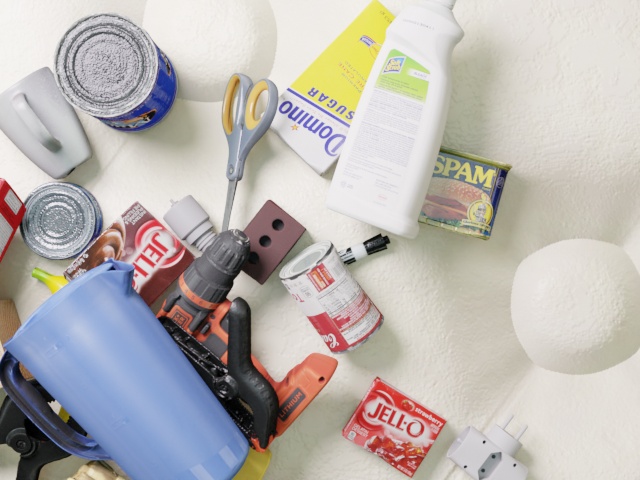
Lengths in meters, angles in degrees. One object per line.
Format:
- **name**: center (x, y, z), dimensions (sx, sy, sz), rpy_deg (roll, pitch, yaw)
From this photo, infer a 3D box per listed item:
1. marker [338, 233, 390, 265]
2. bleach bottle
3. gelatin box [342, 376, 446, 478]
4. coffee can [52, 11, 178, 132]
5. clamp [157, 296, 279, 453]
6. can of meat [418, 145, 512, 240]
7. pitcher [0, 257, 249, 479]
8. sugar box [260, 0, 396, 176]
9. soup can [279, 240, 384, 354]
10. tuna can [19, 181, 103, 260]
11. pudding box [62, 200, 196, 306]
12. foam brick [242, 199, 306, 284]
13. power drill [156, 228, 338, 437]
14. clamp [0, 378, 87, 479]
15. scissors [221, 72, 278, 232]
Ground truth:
- **marker**: center (0.018, 0.022, 1.154), dimensions (0.121, 0.020, 0.020), rpy_deg (-23, 90, 1)
- **bleach bottle**: center (0.091, -0.135, 1.085), dimensions (0.103, 0.068, 0.251), rpy_deg (21, 94, 16)
- **gelatin box**: center (0.079, 0.200, 1.147), dimensions (0.089, 0.030, 0.073), rpy_deg (32, 90, 0)
- **coffee can**: center (-0.207, -0.169, 1.097), dimensions (0.103, 0.140, 0.103), rpy_deg (0, 90, 0)
- **clamp**: center (-0.099, 0.136, 1.079), dimensions (0.120, 0.039, 0.171), rpy_deg (-3, 112, 38)
- **can of meat**: center (0.143, -0.052, 1.135), dimensions (0.102, 0.057, 0.084), rpy_deg (15, 93, 1)
- **pitcher**: center (-0.190, 0.152, 1.042), dimensions (0.144, 0.149, 0.243), rpy_deg (-42, 98, -29)
- **sugar box**: center (0.029, -0.162, 1.141), dimensions (0.093, 0.048, 0.176), rpy_deg (44, 89, 0)
- **soup can**: center (0.012, 0.059, 1.117), dimensions (0.068, 0.068, 0.102), rpy_deg (-34, 106, 0)
- **tuna can**: center (-0.280, -0.021, 1.151), dimensions (0.086, 0.034, 0.086), rpy_deg (0, 90, 1)
- **pudding box**: center (-0.202, 0.028, 1.135), dimensions (0.090, 0.039, 0.113), rpy_deg (43, 76, 1)
- **foam brick**: center (-0.057, 0.001, 1.139), dimensions (0.053, 0.051, 0.078), rpy_deg (37, 90, 0)
- **power drill**: center (-0.076, 0.100, 1.112), dimensions (0.187, 0.057, 0.185), rpy_deg (39, 117, 1)
- **clamp**: center (-0.321, 0.203, 1.117), dimensions (0.164, 0.036, 0.210), rpy_deg (41, 101, -15)
- **scissors**: center (-0.078, -0.084, 1.119), dimensions (0.016, 0.096, 0.202), rpy_deg (10, 74, -39)
